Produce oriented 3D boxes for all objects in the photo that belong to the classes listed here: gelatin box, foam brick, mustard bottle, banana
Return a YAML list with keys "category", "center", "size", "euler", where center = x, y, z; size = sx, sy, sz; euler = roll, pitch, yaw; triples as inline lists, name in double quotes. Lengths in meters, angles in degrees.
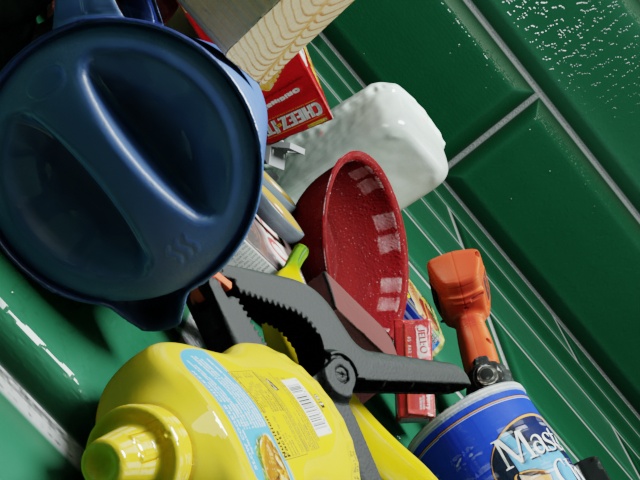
- category: "gelatin box"
  center: [0.071, 0.101, 0.817]
  size: [0.089, 0.030, 0.073]
  euler: [76, 12, -77]
- category: "foam brick"
  center: [0.012, 0.072, 0.759]
  size: [0.078, 0.053, 0.051]
  euler: [46, 12, -27]
- category: "mustard bottle"
  center: [-0.046, 0.089, 0.467]
  size: [0.096, 0.058, 0.191]
  euler: [56, 12, 16]
- category: "banana"
  center: [0.012, 0.095, 0.677]
  size: [0.198, 0.069, 0.037]
  euler: [62, -31, 8]

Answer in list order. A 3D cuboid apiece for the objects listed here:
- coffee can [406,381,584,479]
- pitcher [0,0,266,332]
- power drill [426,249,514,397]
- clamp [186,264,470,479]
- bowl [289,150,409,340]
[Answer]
- category: "coffee can"
  center: [0.140, 0.188, 0.769]
  size: [0.140, 0.103, 0.102]
  euler: [58, 13, 29]
- category: "pitcher"
  center: [-0.091, -0.066, 0.590]
  size: [0.145, 0.149, 0.243]
  euler: [32, 10, -6]
- category: "power drill"
  center: [0.145, 0.104, 0.987]
  size: [0.184, 0.057, 0.187]
  euler: [70, 8, -55]
- category: "clamp"
  center: [0.003, 0.093, 0.615]
  size: [0.209, 0.036, 0.164]
  euler: [37, 43, -23]
- category: "bowl"
  center: [0.016, 0.010, 0.862]
  size: [0.161, 0.055, 0.162]
  euler: [23, 64, -60]
